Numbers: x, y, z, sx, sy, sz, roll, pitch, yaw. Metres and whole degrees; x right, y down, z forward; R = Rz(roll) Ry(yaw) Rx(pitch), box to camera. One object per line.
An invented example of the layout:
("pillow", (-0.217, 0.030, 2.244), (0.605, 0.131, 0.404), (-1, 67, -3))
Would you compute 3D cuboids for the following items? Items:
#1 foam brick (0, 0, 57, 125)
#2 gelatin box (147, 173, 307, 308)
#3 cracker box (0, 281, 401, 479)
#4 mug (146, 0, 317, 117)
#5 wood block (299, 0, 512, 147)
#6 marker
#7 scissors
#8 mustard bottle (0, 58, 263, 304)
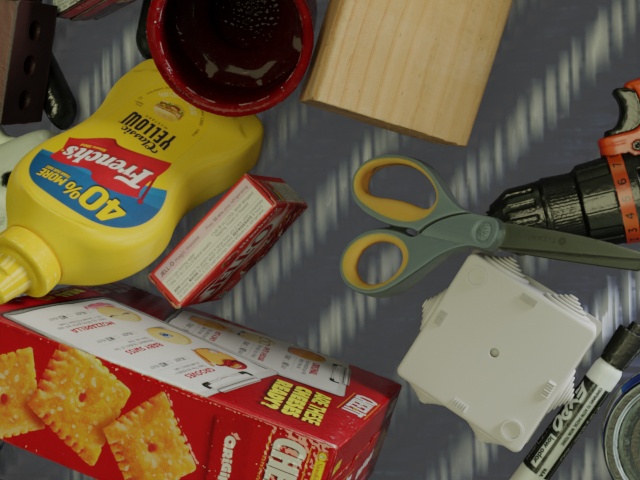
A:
("foam brick", (-0.204, -0.114, 0.667), (0.051, 0.053, 0.078), (13, 101, 10))
("gelatin box", (-0.054, 0.001, 0.651), (0.030, 0.073, 0.089), (45, 100, 9))
("cracker box", (-0.077, 0.092, 0.611), (0.214, 0.164, 0.072), (19, 98, 14))
("mug", (-0.037, -0.135, 0.616), (0.117, 0.081, 0.093), (-39, 103, 20))
("wood block", (0.062, -0.164, 0.598), (0.090, 0.091, 0.206), (16, 95, -7))
("marker", (0.152, 0.099, 0.625), (0.020, 0.020, 0.121), (35, 99, 12))
("scissors", (0.080, 0.011, 0.594), (0.202, 0.016, 0.096), (33, 98, 44))
("mustard bottle", (-0.123, -0.029, 0.617), (0.096, 0.191, 0.058), (33, 142, 13))
